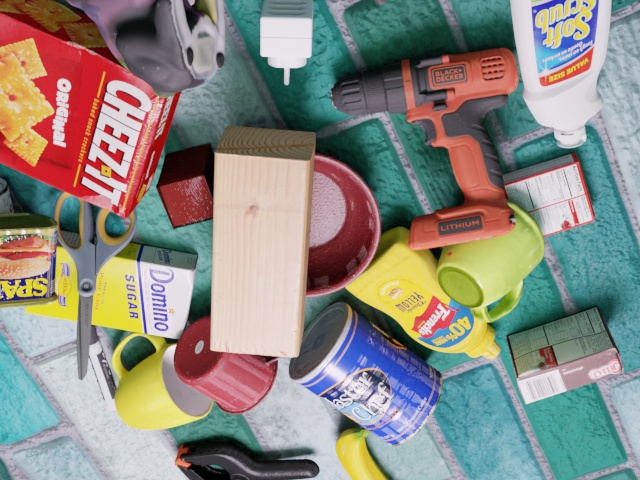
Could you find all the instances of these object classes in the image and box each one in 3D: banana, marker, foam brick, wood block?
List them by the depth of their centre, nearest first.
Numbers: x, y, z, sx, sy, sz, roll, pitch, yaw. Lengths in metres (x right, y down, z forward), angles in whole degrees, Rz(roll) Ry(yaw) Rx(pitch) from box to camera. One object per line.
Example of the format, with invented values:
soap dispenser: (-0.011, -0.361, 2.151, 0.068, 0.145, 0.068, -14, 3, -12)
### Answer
wood block: (-0.057, 0.002, 1.050, 0.091, 0.090, 0.206, 5, 113, 2)
foam brick: (-0.132, -0.056, 1.094, 0.051, 0.078, 0.053, -15, 119, 8)
marker: (-0.255, 0.144, 1.233, 0.020, 0.020, 0.121, -9, 117, 5)
banana: (0.065, 0.287, 1.282, 0.037, 0.070, 0.197, -43, 124, -19)

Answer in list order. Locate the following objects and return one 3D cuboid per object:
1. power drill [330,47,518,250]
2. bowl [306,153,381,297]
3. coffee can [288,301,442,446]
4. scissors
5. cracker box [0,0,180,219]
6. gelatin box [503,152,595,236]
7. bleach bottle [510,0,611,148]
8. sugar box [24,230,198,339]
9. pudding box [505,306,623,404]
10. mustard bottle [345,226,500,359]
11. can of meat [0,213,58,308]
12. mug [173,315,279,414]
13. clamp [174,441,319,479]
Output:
power drill: (0.110, -0.088, 1.043, 0.184, 0.057, 0.187, -9, 88, 9)
bowl: (-0.018, -0.023, 1.116, 0.162, 0.055, 0.162, 1, 112, 2)
coffee can: (0.050, 0.148, 1.184, 0.140, 0.103, 0.103, 36, 112, -17)
scissors: (-0.226, 0.037, 1.115, 0.096, 0.016, 0.202, -13, 78, -12)
cracker box: (-0.253, -0.136, 1.024, 0.213, 0.072, 0.164, 25, 127, 0)
gelatin box: (0.236, -0.044, 1.121, 0.089, 0.030, 0.073, -18, 115, 11)
bleach bottle: (0.236, -0.208, 1.018, 0.102, 0.068, 0.251, -10, 120, 6)
sugar box: (-0.228, 0.048, 1.168, 0.176, 0.048, 0.093, 11, 117, -4)
pudding box: (0.267, 0.125, 1.176, 0.113, 0.090, 0.039, -19, 115, 11)
mustard bottle: (0.124, 0.070, 1.166, 0.191, 0.058, 0.096, 38, 127, -18)
can of meat: (-0.318, 0.020, 1.083, 0.101, 0.058, 0.084, -4, 111, -31)
mug: (-0.097, 0.129, 1.165, 0.117, 0.093, 0.081, -21, 142, 27)
clamp: (-0.088, 0.282, 1.293, 0.171, 0.039, 0.120, 28, 113, -13)
